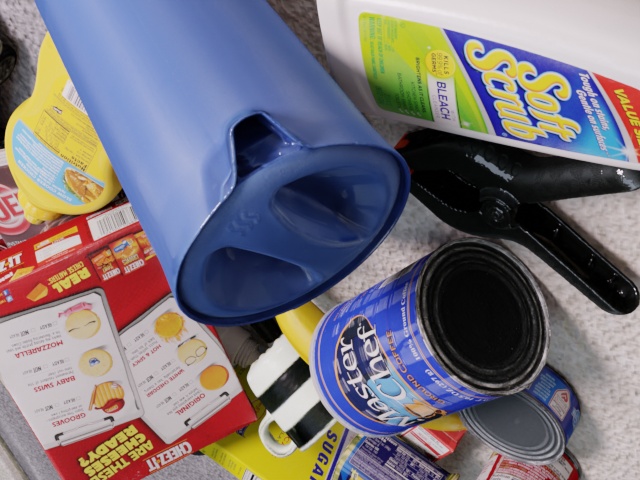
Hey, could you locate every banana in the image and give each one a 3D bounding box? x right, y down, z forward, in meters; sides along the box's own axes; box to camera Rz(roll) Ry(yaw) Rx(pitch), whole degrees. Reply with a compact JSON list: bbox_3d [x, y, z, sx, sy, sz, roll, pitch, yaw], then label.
[{"bbox_3d":[0.034,0.091,0.807,0.198,0.069,0.037,38,133,5],"label":"banana"}]

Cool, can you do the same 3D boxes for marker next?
[{"bbox_3d":[-0.022,0.107,0.917,0.020,0.020,0.121,-12,121,49],"label":"marker"}]

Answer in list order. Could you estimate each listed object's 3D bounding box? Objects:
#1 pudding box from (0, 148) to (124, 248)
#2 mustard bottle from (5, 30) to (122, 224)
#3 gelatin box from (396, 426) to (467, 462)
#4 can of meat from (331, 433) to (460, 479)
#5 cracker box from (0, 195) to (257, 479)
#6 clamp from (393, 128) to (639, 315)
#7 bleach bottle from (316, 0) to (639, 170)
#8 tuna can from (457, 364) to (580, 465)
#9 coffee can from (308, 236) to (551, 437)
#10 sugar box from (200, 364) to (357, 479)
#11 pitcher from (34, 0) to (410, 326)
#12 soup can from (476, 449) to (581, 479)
[{"bbox_3d":[-0.227,-0.038,0.896,0.114,0.039,0.090,-11,127,17],"label":"pudding box"},{"bbox_3d":[-0.182,-0.074,0.790,0.096,0.058,0.192,36,131,-4],"label":"mustard bottle"},{"bbox_3d":[0.069,0.149,0.870,0.073,0.030,0.089,40,147,1],"label":"gelatin box"},{"bbox_3d":[0.056,0.202,0.864,0.084,0.057,0.102,33,146,16],"label":"can of meat"},{"bbox_3d":[-0.167,0.086,0.851,0.072,0.164,0.213,53,166,59],"label":"cracker box"},{"bbox_3d":[0.117,-0.018,0.628,0.172,0.039,0.120,20,137,37],"label":"clamp"},{"bbox_3d":[0.124,-0.087,0.523,0.251,0.068,0.102,17,144,27],"label":"bleach bottle"},{"bbox_3d":[0.141,0.119,0.765,0.086,0.033,0.086,25,143,20],"label":"tuna can"},{"bbox_3d":[0.069,0.069,0.714,0.103,0.102,0.141,45,145,-7],"label":"coffee can"},{"bbox_3d":[-0.022,0.187,0.944,0.176,0.093,0.048,32,147,11],"label":"sugar box"},{"bbox_3d":[-0.066,-0.077,0.593,0.149,0.144,0.243,-54,55,32],"label":"pitcher"},{"bbox_3d":[0.143,0.200,0.794,0.069,0.102,0.068,25,143,20],"label":"soup can"}]
